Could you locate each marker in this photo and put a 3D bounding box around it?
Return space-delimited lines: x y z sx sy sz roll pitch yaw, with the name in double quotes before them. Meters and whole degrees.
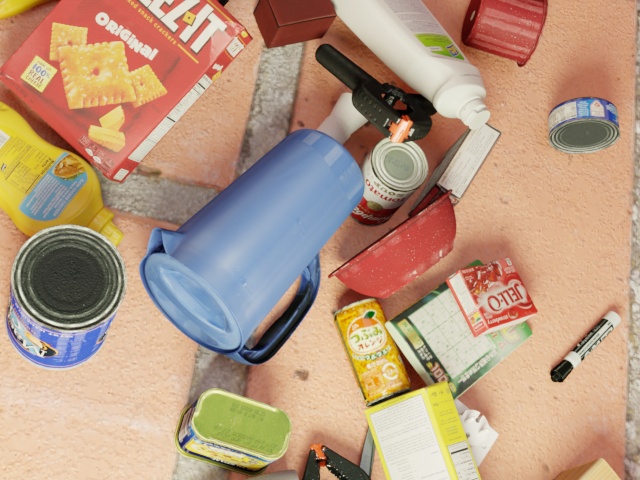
"marker" 0.305 0.124 1.234 0.121 0.020 0.020 -39 85 -27

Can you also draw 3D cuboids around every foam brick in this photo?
"foam brick" -0.031 -0.268 1.260 0.078 0.051 0.053 -15 74 -23

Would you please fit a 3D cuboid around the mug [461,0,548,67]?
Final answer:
"mug" 0.227 -0.278 1.335 0.081 0.093 0.117 15 34 -7

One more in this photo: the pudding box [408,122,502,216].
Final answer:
"pudding box" 0.154 -0.076 1.223 0.039 0.090 0.113 34 63 -3

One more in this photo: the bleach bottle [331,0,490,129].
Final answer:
"bleach bottle" 0.107 -0.223 1.234 0.102 0.068 0.251 -11 54 -37

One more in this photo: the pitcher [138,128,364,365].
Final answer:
"pitcher" -0.057 0.001 1.113 0.145 0.149 0.242 34 58 16

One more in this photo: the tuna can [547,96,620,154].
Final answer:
"tuna can" 0.322 -0.140 1.306 0.086 0.086 0.034 9 65 -15

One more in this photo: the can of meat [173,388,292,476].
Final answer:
"can of meat" -0.085 0.188 1.045 0.102 0.084 0.057 19 65 -10

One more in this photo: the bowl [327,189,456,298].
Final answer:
"bowl" 0.088 0.013 1.129 0.161 0.162 0.055 -35 88 -26

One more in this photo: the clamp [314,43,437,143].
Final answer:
"clamp" 0.084 -0.152 1.194 0.164 0.036 0.210 20 22 -21

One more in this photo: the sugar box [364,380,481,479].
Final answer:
"sugar box" 0.114 0.240 1.080 0.048 0.094 0.176 -9 74 -45

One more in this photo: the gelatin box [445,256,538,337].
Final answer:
"gelatin box" 0.192 0.062 1.186 0.089 0.030 0.073 -12 70 -39

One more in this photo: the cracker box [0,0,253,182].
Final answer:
"cracker box" -0.203 -0.193 1.114 0.164 0.072 0.214 43 93 2

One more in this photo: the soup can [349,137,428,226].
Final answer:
"soup can" 0.071 -0.065 1.185 0.068 0.102 0.068 6 68 -16

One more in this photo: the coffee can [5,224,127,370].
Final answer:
"coffee can" -0.244 0.057 1.012 0.102 0.140 0.103 6 68 -16

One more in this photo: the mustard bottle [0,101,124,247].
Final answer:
"mustard bottle" -0.284 -0.054 1.089 0.191 0.058 0.096 35 64 -2

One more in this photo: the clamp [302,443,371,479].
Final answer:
"clamp" 0.037 0.279 1.054 0.120 0.039 0.171 -8 62 -13
